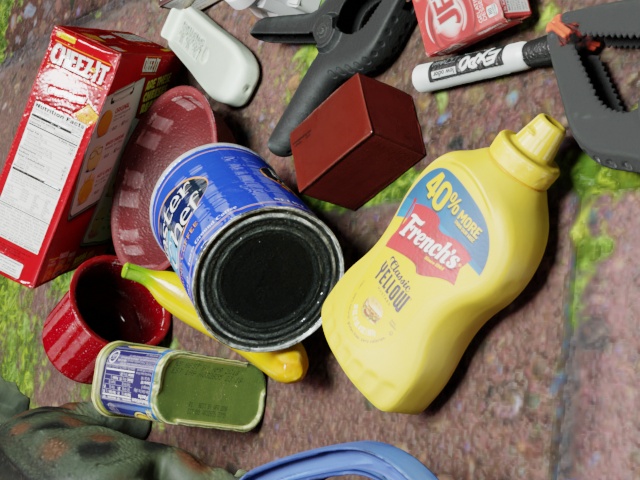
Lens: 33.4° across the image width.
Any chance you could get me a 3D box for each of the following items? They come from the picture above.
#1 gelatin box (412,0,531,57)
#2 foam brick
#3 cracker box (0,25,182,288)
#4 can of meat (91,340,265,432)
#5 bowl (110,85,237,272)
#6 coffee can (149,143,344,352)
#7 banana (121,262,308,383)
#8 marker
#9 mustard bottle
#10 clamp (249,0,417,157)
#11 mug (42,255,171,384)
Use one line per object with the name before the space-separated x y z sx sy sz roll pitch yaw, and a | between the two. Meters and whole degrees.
gelatin box | 0.087 -0.168 0.666 0.073 0.030 0.089 -16 86 55
foam brick | 0.024 -0.066 0.724 0.078 0.051 0.053 -37 50 39
cracker box | -0.212 -0.078 0.943 0.164 0.072 0.214 -41 -25 -76
can of meat | -0.102 0.109 0.788 0.084 0.101 0.057 -2 77 49
bowl | -0.111 -0.043 0.886 0.162 0.055 0.162 -21 62 47
coffee can | -0.055 0.001 0.739 0.103 0.102 0.140 -65 27 13
banana | -0.066 0.063 0.783 0.198 0.069 0.037 23 104 40
marker | 0.105 -0.110 0.662 0.121 0.020 0.020 -4 75 51
mustard bottle | 0.078 0.006 0.625 0.192 0.058 0.096 -54 43 25
clamp | 0.008 -0.153 0.783 0.172 0.039 0.120 -38 60 31
mug | -0.185 0.065 0.928 0.082 0.093 0.117 -43 16 41
